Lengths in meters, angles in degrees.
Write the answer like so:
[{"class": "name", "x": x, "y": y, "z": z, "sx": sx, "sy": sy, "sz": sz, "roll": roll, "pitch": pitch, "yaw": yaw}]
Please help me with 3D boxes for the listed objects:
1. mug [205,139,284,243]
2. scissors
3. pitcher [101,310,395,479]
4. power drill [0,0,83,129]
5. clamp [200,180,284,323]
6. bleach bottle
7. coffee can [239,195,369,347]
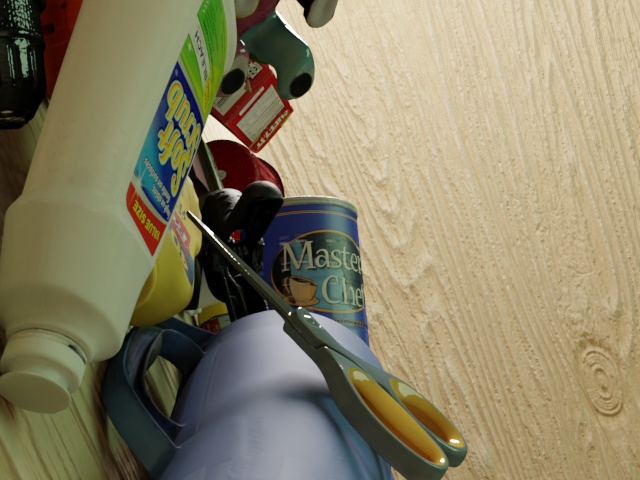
[{"class": "mug", "x": -0.081, "y": -0.042, "z": 1.041, "sx": 0.117, "sy": 0.093, "sz": 0.081, "roll": 48, "pitch": 1, "yaw": 16}, {"class": "scissors", "x": 0.007, "y": 0.055, "z": 0.558, "sx": 0.096, "sy": 0.016, "sz": 0.202, "roll": 25, "pitch": 18, "yaw": -49}, {"class": "pitcher", "x": -0.034, "y": 0.121, "z": 0.533, "sx": 0.243, "sy": 0.149, "sz": 0.145, "roll": -80, "pitch": 165, "yaw": -80}, {"class": "power drill", "x": -0.148, "y": -0.129, "z": 0.549, "sx": 0.187, "sy": 0.057, "sz": 0.184, "roll": 70, "pitch": 11, "yaw": -81}, {"class": "clamp", "x": -0.055, "y": 0.001, "z": 0.707, "sx": 0.172, "sy": 0.039, "sz": 0.120, "roll": -132, "pitch": -132, "yaw": -61}, {"class": "bleach bottle", "x": -0.091, "y": -0.034, "z": 0.478, "sx": 0.102, "sy": 0.068, "sz": 0.250, "roll": 90, "pitch": 7, "yaw": -51}, {"class": "coffee can", "x": -0.014, "y": 0.045, "z": 0.887, "sx": 0.103, "sy": 0.103, "sz": 0.140, "roll": 63, "pitch": 21, "yaw": -72}]
